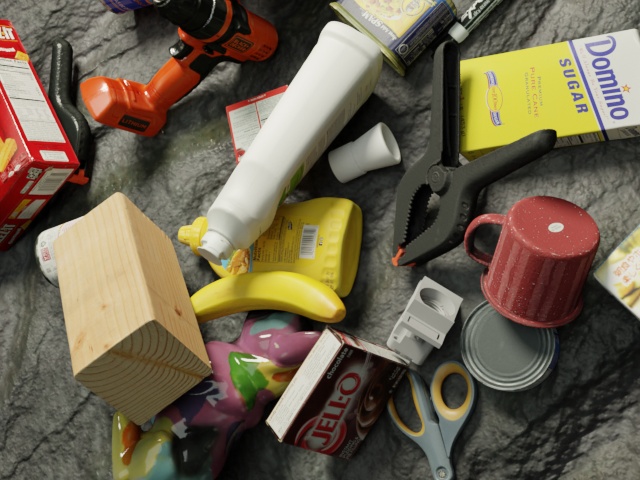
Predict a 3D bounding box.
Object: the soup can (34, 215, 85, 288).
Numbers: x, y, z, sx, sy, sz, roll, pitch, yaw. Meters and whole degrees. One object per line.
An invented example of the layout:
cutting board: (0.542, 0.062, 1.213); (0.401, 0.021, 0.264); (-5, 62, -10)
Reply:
soup can: (-0.245, 0.006, 1.143); (0.102, 0.068, 0.068); (-19, 72, 18)

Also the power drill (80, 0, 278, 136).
power drill: (-0.155, -0.186, 1.095); (0.188, 0.184, 0.057); (-32, 68, 23)

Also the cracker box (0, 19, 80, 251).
cracker box: (-0.377, -0.119, 1.200); (0.164, 0.071, 0.214); (-42, 66, 30)

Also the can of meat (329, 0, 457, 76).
can of meat: (0.074, -0.230, 1.068); (0.084, 0.057, 0.102); (-46, 66, 5)

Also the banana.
banana: (-0.057, 0.059, 1.012); (0.198, 0.037, 0.069); (-10, 52, 29)

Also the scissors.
scissors: (0.126, 0.198, 0.975); (0.096, 0.016, 0.202); (-33, 68, 15)

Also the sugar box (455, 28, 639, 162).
sugar box: (0.214, -0.134, 0.994); (0.176, 0.048, 0.093); (-9, 77, 22)

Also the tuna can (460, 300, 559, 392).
tuna can: (0.173, 0.094, 0.968); (0.086, 0.033, 0.086); (-5, 77, 22)

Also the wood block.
wood block: (-0.181, 0.058, 1.007); (0.090, 0.090, 0.206); (-36, 38, 7)

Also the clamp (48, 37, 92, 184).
clamp: (-0.314, -0.133, 1.220); (0.120, 0.039, 0.171); (-29, 68, 30)

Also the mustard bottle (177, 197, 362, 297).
mustard bottle: (-0.057, 0.001, 1.071); (0.192, 0.058, 0.096); (5, 82, 23)

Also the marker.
marker: (0.154, -0.223, 1.053); (0.121, 0.020, 0.020); (-46, 66, 8)

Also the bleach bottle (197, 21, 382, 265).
bleach bottle: (-0.034, -0.085, 1.017); (0.068, 0.102, 0.250); (32, 71, 8)

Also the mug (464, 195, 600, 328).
mug: (0.183, 0.011, 0.931); (0.117, 0.081, 0.093); (23, 44, 15)

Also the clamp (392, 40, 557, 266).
clamp: (0.116, -0.068, 0.984); (0.210, 0.036, 0.165); (-59, 45, 33)

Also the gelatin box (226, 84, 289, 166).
gelatin box: (-0.053, -0.107, 1.109); (0.073, 0.030, 0.089); (-18, 73, 17)

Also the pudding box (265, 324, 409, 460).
pudding box: (0.016, 0.142, 0.985); (0.113, 0.089, 0.039); (-60, 40, 8)
